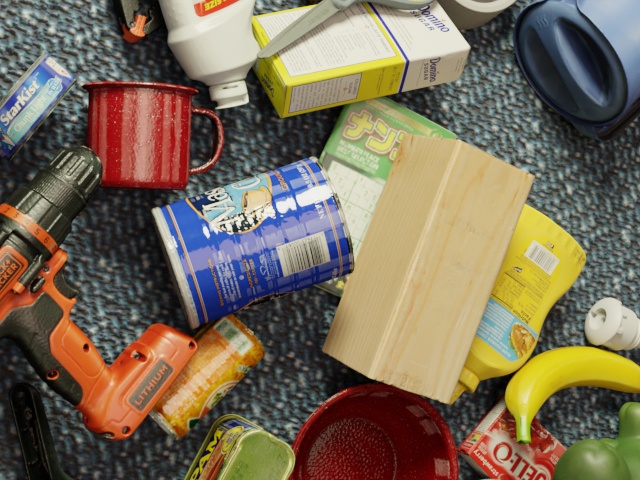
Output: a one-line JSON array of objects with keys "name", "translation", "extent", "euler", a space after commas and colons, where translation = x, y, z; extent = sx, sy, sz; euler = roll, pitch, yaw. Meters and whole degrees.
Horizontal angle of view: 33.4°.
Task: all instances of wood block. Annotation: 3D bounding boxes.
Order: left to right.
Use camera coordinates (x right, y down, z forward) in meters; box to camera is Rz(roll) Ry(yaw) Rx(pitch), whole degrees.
[{"name": "wood block", "translation": [0.091, 0.022, 0.918], "extent": [0.090, 0.091, 0.206], "euler": [21, 89, -27]}]

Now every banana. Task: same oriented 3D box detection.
[{"name": "banana", "translation": [0.235, 0.133, 1.001], "extent": [0.197, 0.037, 0.069], "euler": [-13, 81, -36]}]

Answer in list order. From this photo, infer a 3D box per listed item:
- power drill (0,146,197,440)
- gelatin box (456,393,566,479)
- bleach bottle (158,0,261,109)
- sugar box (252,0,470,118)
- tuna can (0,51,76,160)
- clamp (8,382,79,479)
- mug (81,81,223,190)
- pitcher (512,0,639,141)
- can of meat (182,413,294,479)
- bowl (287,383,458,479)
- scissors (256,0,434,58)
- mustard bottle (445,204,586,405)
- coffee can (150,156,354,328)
[{"name": "power drill", "translation": [-0.183, 0.047, 0.811], "extent": [0.187, 0.057, 0.184], "euler": [46, 71, -25]}, {"name": "gelatin box", "translation": [0.182, 0.200, 0.995], "extent": [0.073, 0.030, 0.089], "euler": [-46, 102, -15]}, {"name": "bleach bottle", "translation": [-0.090, -0.234, 0.864], "extent": [0.102, 0.068, 0.251], "euler": [-18, 102, -32]}, {"name": "sugar box", "translation": [0.031, -0.166, 0.929], "extent": [0.176, 0.048, 0.093], "euler": [-13, 55, -21]}, {"name": "tuna can", "translation": [-0.229, -0.104, 0.832], "extent": [0.033, 0.086, 0.086], "euler": [40, 76, -15]}, {"name": "clamp", "translation": [-0.213, 0.196, 0.831], "extent": [0.171, 0.039, 0.120], "euler": [57, 39, -37]}, {"name": "mug", "translation": [-0.135, -0.082, 0.865], "extent": [0.117, 0.093, 0.081], "euler": [1, 92, -25]}, {"name": "pitcher", "translation": [0.312, -0.217, 1.018], "extent": [0.242, 0.149, 0.145], "euler": [-38, 85, -20]}, {"name": "can of meat", "translation": [-0.071, 0.199, 0.877], "extent": [0.057, 0.084, 0.102], "euler": [31, 78, -16]}, {"name": "bowl", "translation": [0.037, 0.202, 0.929], "extent": [0.161, 0.055, 0.162], "euler": [0, 89, -21]}, {"name": "scissors", "translation": [0.036, -0.198, 0.910], "extent": [0.096, 0.016, 0.201], "euler": [37, 67, -8]}, {"name": "mustard bottle", "translation": [0.160, 0.066, 0.978], "extent": [0.096, 0.058, 0.191], "euler": [37, 76, -16]}, {"name": "coffee can", "translation": [-0.056, 0.001, 0.869], "extent": [0.140, 0.103, 0.103], "euler": [-19, 94, -10]}]
